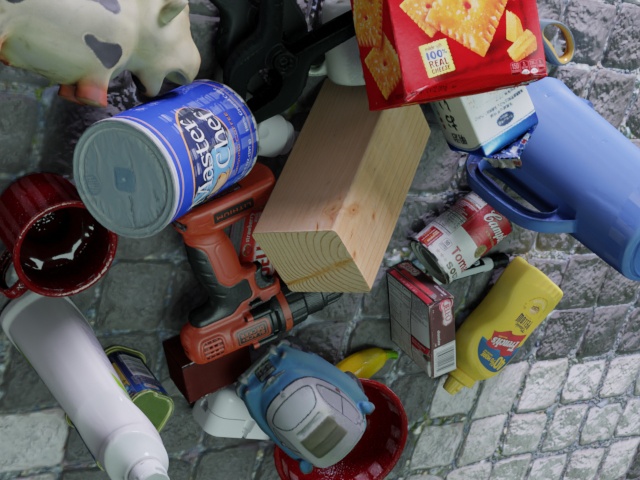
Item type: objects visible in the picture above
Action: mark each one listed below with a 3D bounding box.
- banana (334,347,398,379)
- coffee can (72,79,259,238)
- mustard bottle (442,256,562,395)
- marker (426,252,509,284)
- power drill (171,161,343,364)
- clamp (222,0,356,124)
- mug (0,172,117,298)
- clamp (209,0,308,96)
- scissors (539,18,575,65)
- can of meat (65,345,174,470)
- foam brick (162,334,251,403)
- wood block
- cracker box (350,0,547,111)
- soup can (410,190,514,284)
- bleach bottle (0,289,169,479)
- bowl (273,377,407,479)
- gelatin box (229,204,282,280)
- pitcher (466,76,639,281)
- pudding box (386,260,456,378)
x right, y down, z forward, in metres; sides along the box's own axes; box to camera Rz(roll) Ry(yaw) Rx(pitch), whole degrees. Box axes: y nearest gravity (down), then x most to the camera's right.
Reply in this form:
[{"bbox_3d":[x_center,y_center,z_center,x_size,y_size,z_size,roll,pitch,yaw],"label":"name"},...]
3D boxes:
[{"bbox_3d":[0.015,0.191,1.272,0.197,0.037,0.069,-43,130,-5],"label":"banana"},{"bbox_3d":[-0.131,-0.074,0.927,0.140,0.103,0.103,-39,142,-55],"label":"coffee can"},{"bbox_3d":[0.221,0.117,1.356,0.191,0.058,0.096,-51,136,3],"label":"mustard bottle"},{"bbox_3d":[0.182,0.035,1.305,0.120,0.020,0.020,-13,123,-28],"label":"marker"},{"bbox_3d":[-0.066,0.019,1.059,0.184,0.057,0.187,-24,125,-19],"label":"power drill"},{"bbox_3d":[-0.041,-0.177,0.960,0.120,0.039,0.172,35,106,-28],"label":"clamp"},{"bbox_3d":[-0.246,0.000,0.946,0.117,0.082,0.093,-51,133,1],"label":"mug"},{"bbox_3d":[-0.050,-0.219,0.979,0.164,0.036,0.210,-30,132,-16],"label":"clamp"},{"bbox_3d":[0.211,-0.231,1.168,0.201,0.016,0.096,25,101,-41],"label":"scissors"},{"bbox_3d":[-0.202,0.172,1.078,0.057,0.084,0.102,25,100,-41],"label":"can of meat"},{"bbox_3d":[-0.119,0.124,1.129,0.078,0.053,0.051,-23,127,-20],"label":"foam brick"},{"bbox_3d":[0.026,-0.058,1.024,0.090,0.091,0.206,58,43,-41],"label":"wood block"},{"bbox_3d":[0.107,-0.233,0.946,0.163,0.072,0.214,-13,96,-28],"label":"cracker box"},{"bbox_3d":[0.163,-0.005,1.236,0.102,0.069,0.068,-39,132,-8],"label":"soup can"},{"bbox_3d":[-0.201,0.138,0.944,0.068,0.251,0.102,-38,132,-10],"label":"bleach bottle"},{"bbox_3d":[0.016,0.218,1.225,0.162,0.055,0.162,-8,113,-18],"label":"bowl"},{"bbox_3d":[-0.057,0.002,1.112,0.073,0.030,0.089,-4,118,-32],"label":"gelatin box"},{"bbox_3d":[0.286,-0.061,1.166,0.144,0.243,0.149,17,114,-44],"label":"pitcher"},{"bbox_3d":[0.118,0.092,1.248,0.039,0.090,0.113,-20,127,-22],"label":"pudding box"}]
